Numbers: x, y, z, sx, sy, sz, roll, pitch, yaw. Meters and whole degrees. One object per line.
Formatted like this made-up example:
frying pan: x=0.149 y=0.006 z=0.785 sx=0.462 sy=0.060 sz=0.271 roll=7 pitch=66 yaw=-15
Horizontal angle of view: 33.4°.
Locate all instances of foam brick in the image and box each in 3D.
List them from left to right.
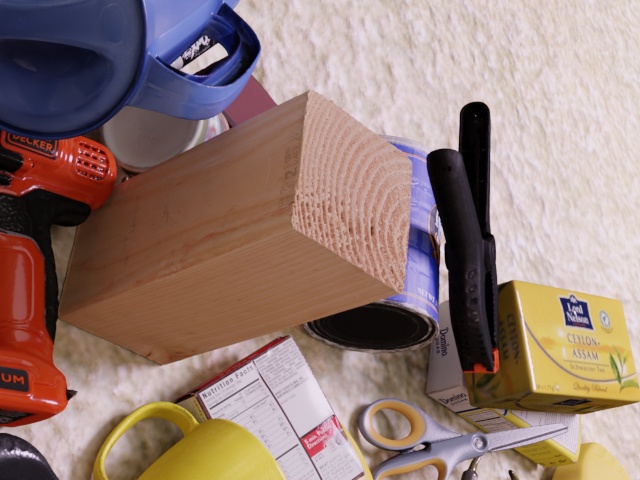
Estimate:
foam brick: x=-0.067 y=-0.087 z=0.780 sx=0.078 sy=0.053 sz=0.051 roll=49 pitch=44 yaw=-24

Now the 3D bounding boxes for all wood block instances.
wood block: x=-0.054 y=0.000 z=0.639 sx=0.090 sy=0.207 sz=0.090 roll=30 pitch=54 yaw=-37

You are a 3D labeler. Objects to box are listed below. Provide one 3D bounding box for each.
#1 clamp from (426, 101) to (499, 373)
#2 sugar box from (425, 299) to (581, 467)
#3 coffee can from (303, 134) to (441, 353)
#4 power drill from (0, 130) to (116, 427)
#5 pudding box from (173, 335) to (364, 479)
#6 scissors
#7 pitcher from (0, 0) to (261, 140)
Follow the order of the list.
clamp: x=0.111 y=0.007 z=0.806 sx=0.164 sy=0.036 sz=0.210 roll=-34 pitch=121 yaw=-68
sugar box: x=0.168 y=0.129 z=0.960 sx=0.176 sy=0.048 sz=0.093 roll=33 pitch=52 yaw=-30
coffee can: x=0.043 y=0.004 z=0.826 sx=0.102 sy=0.103 sz=0.140 roll=28 pitch=55 yaw=-38
power drill: x=-0.200 y=0.002 z=0.592 sx=0.184 sy=0.057 sz=0.187 roll=18 pitch=62 yaw=-39
pudding box: x=-0.033 y=0.133 z=0.719 sx=0.089 sy=0.039 sz=0.113 roll=-28 pitch=87 yaw=-36
scissors: x=0.110 y=0.151 z=0.861 sx=0.201 sy=0.016 sz=0.096 roll=-21 pitch=74 yaw=-34
pitcher: x=-0.116 y=-0.153 z=0.654 sx=0.242 sy=0.145 sz=0.149 roll=-58 pitch=132 yaw=-63
